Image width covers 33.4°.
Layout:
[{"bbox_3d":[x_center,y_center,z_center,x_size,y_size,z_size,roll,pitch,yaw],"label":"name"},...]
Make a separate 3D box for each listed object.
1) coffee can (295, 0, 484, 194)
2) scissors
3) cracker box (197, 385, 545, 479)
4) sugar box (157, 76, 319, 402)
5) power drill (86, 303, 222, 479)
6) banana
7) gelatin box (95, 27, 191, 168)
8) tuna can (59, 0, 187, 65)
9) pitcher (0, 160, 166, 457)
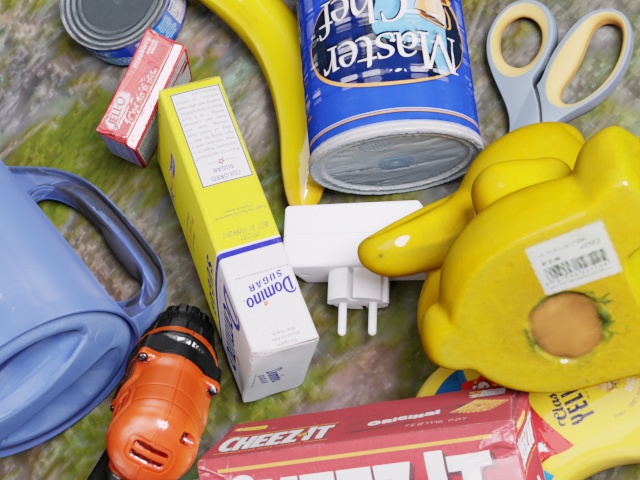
[{"bbox_3d":[0.038,-0.110,0.641,0.103,0.102,0.140,-10,73,15],"label":"coffee can"},{"bbox_3d":[0.109,-0.067,0.653,0.096,0.016,0.202,39,90,25],"label":"scissors"},{"bbox_3d":[0.042,0.194,0.540,0.164,0.072,0.214,-11,95,16],"label":"cracker box"},{"bbox_3d":[-0.054,0.001,0.645,0.048,0.093,0.176,-14,68,-14],"label":"sugar box"},{"bbox_3d":[-0.118,0.135,0.616,0.057,0.184,0.188,27,103,-6],"label":"power drill"},{"bbox_3d":[-0.034,-0.110,0.698,0.069,0.037,0.198,-32,73,0],"label":"banana"},{"bbox_3d":[-0.113,-0.090,0.693,0.030,0.089,0.073,26,85,-2],"label":"gelatin box"},{"bbox_3d":[-0.138,-0.167,0.751,0.086,0.033,0.086,-5,74,17],"label":"tuna can"},{"bbox_3d":[-0.224,0.006,0.693,0.145,0.149,0.243,-48,63,17],"label":"pitcher"}]
